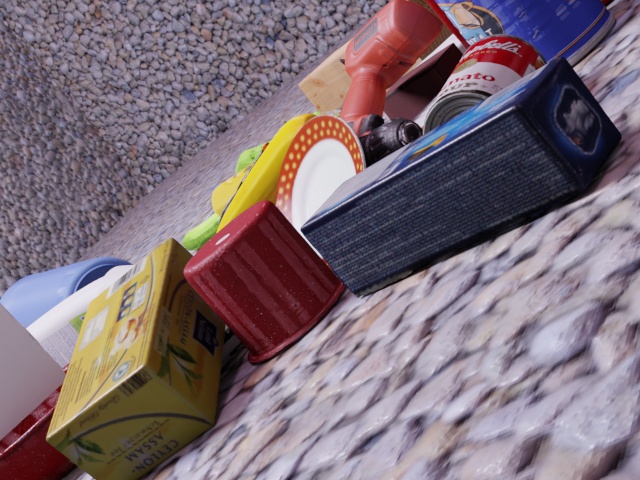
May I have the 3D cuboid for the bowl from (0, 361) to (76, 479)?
[{"bbox_3d":[-0.228,0.163,0.919,0.162,0.055,0.162,-39,11,8],"label":"bowl"}]

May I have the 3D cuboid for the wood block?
[{"bbox_3d":[0.077,-0.221,1.334,0.090,0.090,0.207,-47,12,-34],"label":"wood block"}]

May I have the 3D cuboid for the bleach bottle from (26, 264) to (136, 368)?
[{"bbox_3d":[-0.204,0.092,1.008,0.251,0.102,0.068,-30,17,38],"label":"bleach bottle"}]

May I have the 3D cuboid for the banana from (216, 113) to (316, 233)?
[{"bbox_3d":[-0.043,-0.051,0.934,0.198,0.037,0.069,-53,16,39],"label":"banana"}]

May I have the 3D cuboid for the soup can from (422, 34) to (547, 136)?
[{"bbox_3d":[0.114,-0.090,0.726,0.069,0.068,0.102,-33,14,36],"label":"soup can"}]

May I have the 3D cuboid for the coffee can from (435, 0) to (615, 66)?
[{"bbox_3d":[0.149,-0.198,0.842,0.103,0.140,0.103,-39,11,8],"label":"coffee can"}]

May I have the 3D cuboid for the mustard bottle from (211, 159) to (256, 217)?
[{"bbox_3d":[-0.048,-0.095,1.337,0.192,0.058,0.096,-37,12,16],"label":"mustard bottle"}]

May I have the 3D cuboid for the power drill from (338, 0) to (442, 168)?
[{"bbox_3d":[0.047,-0.108,0.891,0.185,0.057,0.187,-34,33,57],"label":"power drill"}]

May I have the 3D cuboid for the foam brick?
[{"bbox_3d":[0.104,-0.138,1.000,0.078,0.051,0.052,-30,14,45],"label":"foam brick"}]

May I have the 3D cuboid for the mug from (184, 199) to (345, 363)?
[{"bbox_3d":[-0.039,0.022,0.763,0.093,0.081,0.117,-36,11,22],"label":"mug"}]

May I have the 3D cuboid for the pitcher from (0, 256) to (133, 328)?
[{"bbox_3d":[-0.276,0.086,1.252,0.243,0.145,0.149,-17,38,57],"label":"pitcher"}]
